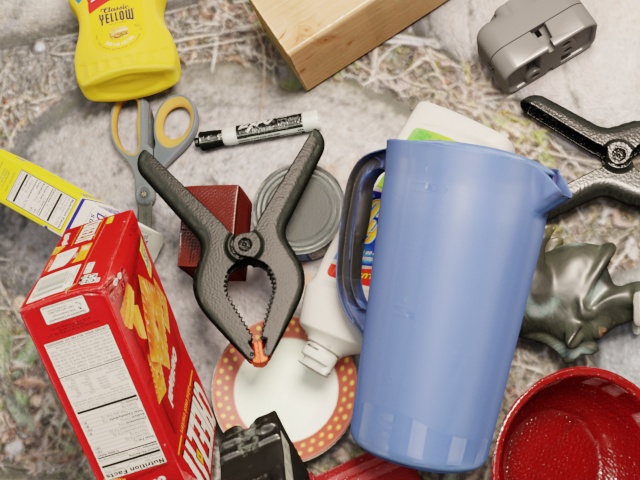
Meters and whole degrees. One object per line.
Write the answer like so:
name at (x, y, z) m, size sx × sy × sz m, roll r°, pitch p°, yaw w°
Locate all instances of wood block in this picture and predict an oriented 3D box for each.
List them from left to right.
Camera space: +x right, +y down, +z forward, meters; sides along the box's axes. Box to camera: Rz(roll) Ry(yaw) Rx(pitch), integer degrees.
wood block at (0.044, -0.241, 0.981) m, size 0.206 × 0.090 × 0.091 m, roll -33°, pitch 72°, yaw 2°

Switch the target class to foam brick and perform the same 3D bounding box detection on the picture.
foam brick at (-0.095, -0.007, 0.967) m, size 0.053 × 0.051 × 0.078 m, roll 1°, pitch 76°, yaw 12°

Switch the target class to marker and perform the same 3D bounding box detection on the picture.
marker at (-0.060, -0.103, 1.002) m, size 0.121 × 0.020 × 0.020 m, roll -10°, pitch 74°, yaw 8°

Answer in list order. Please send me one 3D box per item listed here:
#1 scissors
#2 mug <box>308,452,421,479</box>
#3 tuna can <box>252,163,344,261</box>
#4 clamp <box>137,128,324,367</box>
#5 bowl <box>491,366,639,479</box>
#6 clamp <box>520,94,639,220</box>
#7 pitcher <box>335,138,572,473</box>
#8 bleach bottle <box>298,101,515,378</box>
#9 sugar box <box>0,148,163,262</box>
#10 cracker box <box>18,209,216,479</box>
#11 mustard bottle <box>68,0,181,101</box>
scissors at (-0.148, -0.055, 1.008) m, size 0.096 × 0.016 × 0.202 m, roll -17°, pitch 74°, yaw 6°
mug at (0.050, 0.223, 0.859) m, size 0.081 × 0.093 × 0.117 m, roll -25°, pitch 56°, yaw -1°
tuna can at (-0.017, -0.025, 0.966) m, size 0.086 × 0.033 × 0.086 m, roll -3°, pitch 76°, yaw 10°
clamp at (-0.056, 0.001, 0.915) m, size 0.164 × 0.036 × 0.210 m, roll -15°, pitch 75°, yaw -5°
bowl at (0.197, 0.180, 0.843) m, size 0.162 × 0.055 × 0.162 m, roll 2°, pitch 83°, yaw -18°
clamp at (0.248, -0.059, 0.922) m, size 0.171 × 0.039 × 0.120 m, roll 11°, pitch 80°, yaw 13°
pitcher at (0.087, 0.044, 0.822) m, size 0.145 × 0.149 × 0.243 m, roll 10°, pitch 94°, yaw -10°
bleach bottle at (0.064, 0.007, 0.919) m, size 0.103 × 0.068 × 0.250 m, roll 28°, pitch 80°, yaw 21°
sugar box at (-0.235, -0.031, 0.970) m, size 0.176 × 0.093 × 0.048 m, roll 24°, pitch 88°, yaw 20°
cracker box at (-0.148, 0.103, 0.843) m, size 0.072 × 0.164 × 0.213 m, roll -18°, pitch 110°, yaw 5°
mustard bottle at (-0.195, -0.231, 1.034) m, size 0.096 × 0.058 × 0.191 m, roll -12°, pitch 67°, yaw 1°
